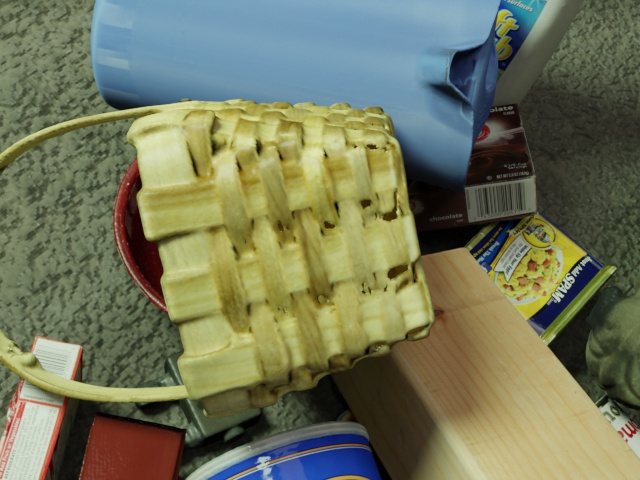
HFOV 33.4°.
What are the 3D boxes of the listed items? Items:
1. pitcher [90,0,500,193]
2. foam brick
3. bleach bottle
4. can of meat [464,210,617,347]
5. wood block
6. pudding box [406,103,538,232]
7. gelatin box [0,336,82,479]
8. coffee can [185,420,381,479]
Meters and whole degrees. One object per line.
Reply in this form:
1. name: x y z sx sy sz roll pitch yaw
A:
1. pitcher: -0.010 -0.115 0.674 0.243 0.149 0.145 11 51 7
2. foam brick: -0.107 0.137 0.595 0.051 0.078 0.053 11 57 -7
3. bleach bottle: 0.123 -0.169 0.719 0.102 0.251 0.068 43 61 12
4. can of meat: 0.136 0.030 0.725 0.084 0.057 0.102 41 60 14
5. wood block: 0.089 0.105 0.606 0.090 0.090 0.206 -11 41 -20
6. pudding box: 0.087 -0.049 0.733 0.113 0.039 0.090 -6 40 6
7. gelatin box: -0.159 0.109 0.601 0.030 0.073 0.089 13 60 -5
8. coffee can: -0.002 0.176 0.541 0.102 0.103 0.140 -11 65 -19
